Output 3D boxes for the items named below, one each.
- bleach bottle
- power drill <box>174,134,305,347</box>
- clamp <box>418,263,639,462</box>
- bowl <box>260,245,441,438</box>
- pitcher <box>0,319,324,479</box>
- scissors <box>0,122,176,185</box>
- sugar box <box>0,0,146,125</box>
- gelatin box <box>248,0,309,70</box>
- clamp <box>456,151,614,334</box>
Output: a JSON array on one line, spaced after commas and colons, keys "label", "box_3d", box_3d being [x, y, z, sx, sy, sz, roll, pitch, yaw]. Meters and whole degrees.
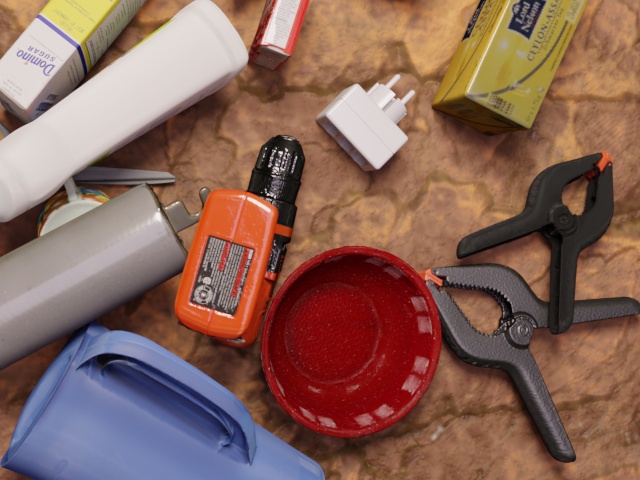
[{"label": "bleach bottle", "box_3d": [-0.175, -0.089, 0.816, 0.250, 0.103, 0.068, -40, 99, -27]}, {"label": "power drill", "box_3d": [-0.055, 0.001, 0.834, 0.057, 0.187, 0.184, 15, 92, 5]}, {"label": "clamp", "box_3d": [0.184, 0.075, 0.958, 0.210, 0.036, 0.164, 37, 76, -6]}, {"label": "bowl", "box_3d": [0.020, 0.083, 0.911, 0.162, 0.055, 0.162, -1, 94, -19]}, {"label": "pitcher", "box_3d": [-0.115, 0.169, 0.851, 0.242, 0.149, 0.145, 32, 85, -14]}, {"label": "scissors", "box_3d": [-0.228, -0.073, 0.884, 0.201, 0.016, 0.096, -14, 94, -11]}, {"label": "sugar box", "box_3d": [-0.189, -0.172, 0.844, 0.048, 0.093, 0.176, 40, 80, -3]}, {"label": "gelatin box", "box_3d": [-0.033, -0.184, 0.882, 0.030, 0.089, 0.073, 19, 87, -11]}, {"label": "clamp", "box_3d": [0.214, -0.003, 0.948, 0.171, 0.039, 0.120, -43, 94, -15]}]
